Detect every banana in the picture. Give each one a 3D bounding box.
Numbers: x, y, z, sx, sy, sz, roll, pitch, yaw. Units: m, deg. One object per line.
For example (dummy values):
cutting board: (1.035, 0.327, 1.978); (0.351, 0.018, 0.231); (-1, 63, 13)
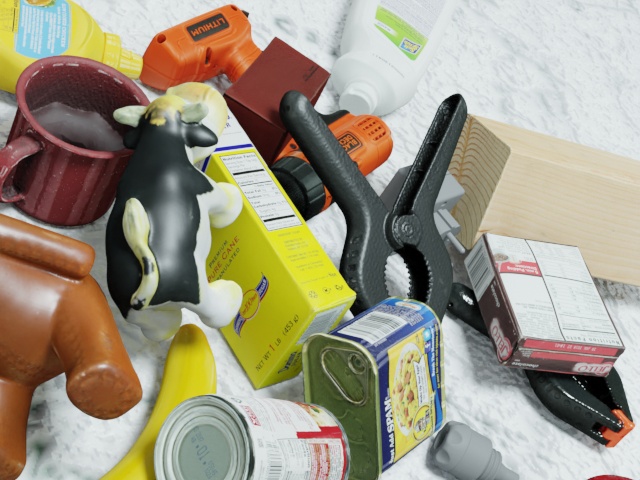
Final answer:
banana: (-0.104, 0.119, 0.621); (0.069, 0.037, 0.197); (40, 42, 4)

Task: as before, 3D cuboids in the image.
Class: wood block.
wood block: (0.211, -0.030, 0.902); (0.205, 0.091, 0.090); (12, 22, -23)

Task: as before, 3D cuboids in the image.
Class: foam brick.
foam brick: (-0.037, -0.099, 0.779); (0.053, 0.051, 0.078); (34, 51, 1)

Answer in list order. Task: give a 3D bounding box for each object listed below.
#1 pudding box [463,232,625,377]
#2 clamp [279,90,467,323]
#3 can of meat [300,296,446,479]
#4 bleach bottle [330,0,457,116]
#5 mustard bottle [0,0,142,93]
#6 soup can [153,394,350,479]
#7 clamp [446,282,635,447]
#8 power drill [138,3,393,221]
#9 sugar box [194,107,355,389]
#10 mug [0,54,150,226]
pudding box: (0.167, 0.048, 0.807); (0.090, 0.039, 0.113); (9, 43, -19)
clamp: (0.042, -0.011, 0.759); (0.164, 0.036, 0.210); (3, 83, -34)
can of meat: (0.037, 0.095, 0.688); (0.058, 0.102, 0.083); (11, 24, 37)
bleach bottle: (0.061, -0.195, 1.003); (0.102, 0.068, 0.250); (30, 44, -4)
mustard bottle: (-0.224, -0.149, 0.781); (0.191, 0.058, 0.096); (11, 45, -24)
soup can: (-0.037, 0.124, 0.607); (0.102, 0.069, 0.068); (19, 36, -56)
clamp: (0.171, 0.085, 0.826); (0.120, 0.039, 0.171); (-7, 49, -29)
power drill: (-0.054, -0.094, 0.840); (0.188, 0.057, 0.184); (45, 44, 10)
sugar box: (-0.055, 0.001, 0.721); (0.048, 0.093, 0.176); (-15, 60, -43)
mug: (-0.174, -0.058, 0.710); (0.093, 0.082, 0.117); (41, 42, 8)
